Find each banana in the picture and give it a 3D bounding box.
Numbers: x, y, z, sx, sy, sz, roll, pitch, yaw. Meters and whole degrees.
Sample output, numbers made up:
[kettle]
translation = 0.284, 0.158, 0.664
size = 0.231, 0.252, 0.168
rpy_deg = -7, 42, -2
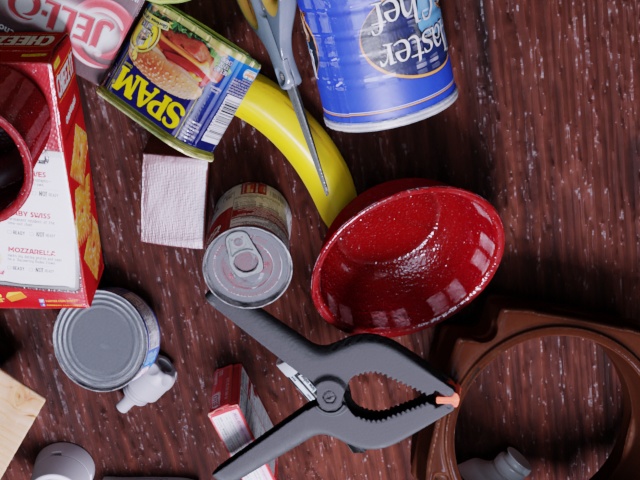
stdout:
[banana]
translation = -0.028, -0.078, 0.851
size = 0.197, 0.037, 0.070
rpy_deg = 41, 134, -13

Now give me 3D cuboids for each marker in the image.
[marker]
translation = 0.004, 0.147, 0.955
size = 0.020, 0.020, 0.121
rpy_deg = -35, 109, 13

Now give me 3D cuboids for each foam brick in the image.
[foam brick]
translation = -0.115, -0.040, 0.855
size = 0.051, 0.053, 0.078
rpy_deg = 4, 112, -3

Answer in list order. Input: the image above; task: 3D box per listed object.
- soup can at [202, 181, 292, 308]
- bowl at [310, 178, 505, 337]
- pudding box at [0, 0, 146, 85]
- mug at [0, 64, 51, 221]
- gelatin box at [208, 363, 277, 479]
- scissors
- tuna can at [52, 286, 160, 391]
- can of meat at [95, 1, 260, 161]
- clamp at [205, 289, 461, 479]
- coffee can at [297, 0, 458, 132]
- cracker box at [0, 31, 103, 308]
[soup can]
translation = -0.056, 0.001, 0.846
size = 0.068, 0.102, 0.068
rpy_deg = 0, 113, -1
[bowl]
translation = 0.063, 0.004, 0.857
size = 0.162, 0.055, 0.162
rpy_deg = -11, 135, -11
[pudding box]
translation = -0.193, -0.183, 0.799
size = 0.113, 0.039, 0.090
rpy_deg = 28, 112, -11
[mug]
translation = -0.233, -0.059, 0.723
size = 0.093, 0.081, 0.117
rpy_deg = 16, 120, -8
[gelatin box]
translation = -0.067, 0.162, 0.931
size = 0.030, 0.073, 0.089
rpy_deg = -21, 112, 8
[scissors]
translation = -0.021, -0.134, 0.778
size = 0.016, 0.096, 0.202
rpy_deg = -24, 89, -21
[tuna can]
translation = -0.179, 0.082, 0.901
size = 0.086, 0.033, 0.086
rpy_deg = 1, 95, 14
[can of meat]
translation = -0.104, -0.121, 0.796
size = 0.102, 0.057, 0.084
rpy_deg = 36, 100, 23
[clamp]
translation = 0.004, 0.109, 0.846
size = 0.210, 0.036, 0.164
rpy_deg = -6, 101, 11
[coffee can]
translation = 0.037, -0.162, 0.777
size = 0.103, 0.103, 0.140
rpy_deg = -13, 113, 4
[cracker box]
translation = -0.263, -0.050, 0.821
size = 0.164, 0.072, 0.214
rpy_deg = 0, 122, 1
